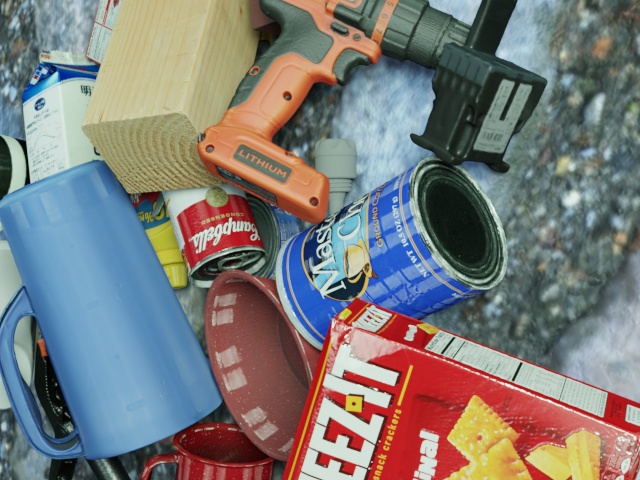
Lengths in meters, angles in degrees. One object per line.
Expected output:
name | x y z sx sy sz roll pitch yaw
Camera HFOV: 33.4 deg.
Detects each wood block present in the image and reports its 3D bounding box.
wood block | -0.114 -0.149 0.876 0.091 0.090 0.206 -4 54 19

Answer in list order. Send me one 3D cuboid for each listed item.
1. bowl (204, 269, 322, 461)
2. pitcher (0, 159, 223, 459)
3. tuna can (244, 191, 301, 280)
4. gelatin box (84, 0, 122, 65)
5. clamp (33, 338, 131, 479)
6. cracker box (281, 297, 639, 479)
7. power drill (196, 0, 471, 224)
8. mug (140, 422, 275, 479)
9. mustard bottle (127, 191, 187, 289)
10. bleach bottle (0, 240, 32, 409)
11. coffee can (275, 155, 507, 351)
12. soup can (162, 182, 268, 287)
bowl | -0.031 0.095 0.870 0.162 0.055 0.162 30 129 46
pitcher | -0.197 0.062 0.929 0.145 0.149 0.243 -19 96 30
tuna can | -0.056 0.001 0.931 0.086 0.033 0.086 -2 87 43
gelatin box | -0.194 -0.205 1.072 0.089 0.030 0.073 31 110 40
clamp | -0.230 0.188 1.044 0.165 0.036 0.210 18 124 39
cracker box | 0.089 0.154 0.707 0.214 0.072 0.164 20 104 14
power drill | 0.008 -0.110 0.783 0.184 0.057 0.187 25 79 8
mug | -0.095 0.210 0.908 0.093 0.117 0.081 -141 57 -70
mustard bottle | -0.145 -0.050 1.000 0.096 0.058 0.191 -14 79 34
bleach bottle | -0.319 0.089 1.077 0.251 0.068 0.103 -128 44 -64
coffee can | 0.050 0.014 0.784 0.141 0.102 0.103 -30 68 38
soup can | -0.091 -0.021 0.893 0.069 0.068 0.102 -37 63 36
